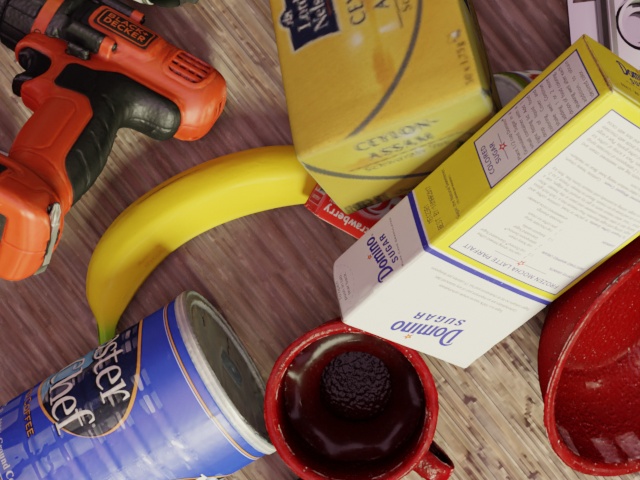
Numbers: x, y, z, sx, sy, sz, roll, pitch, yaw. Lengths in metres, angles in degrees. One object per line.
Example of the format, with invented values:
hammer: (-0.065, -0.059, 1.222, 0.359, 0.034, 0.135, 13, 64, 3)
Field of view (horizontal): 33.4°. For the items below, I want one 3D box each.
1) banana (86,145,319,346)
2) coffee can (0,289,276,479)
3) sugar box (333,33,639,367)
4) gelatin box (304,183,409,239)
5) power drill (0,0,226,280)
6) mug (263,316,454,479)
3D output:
banana: (-0.067, -0.011, 0.630, 0.198, 0.037, 0.069, -33, 113, 7)
coffee can: (-0.107, 0.107, 0.603, 0.140, 0.103, 0.103, -31, 91, 5)
sugar box: (0.096, -0.011, 0.518, 0.093, 0.048, 0.176, 24, 131, -34)
gelatin box: (0.047, -0.028, 0.606, 0.089, 0.030, 0.073, 29, 94, -20)
power drill: (-0.161, -0.077, 0.564, 0.184, 0.187, 0.057, 27, 134, 2)
mug: (0.028, 0.094, 0.603, 0.117, 0.081, 0.093, 37, 95, 2)
